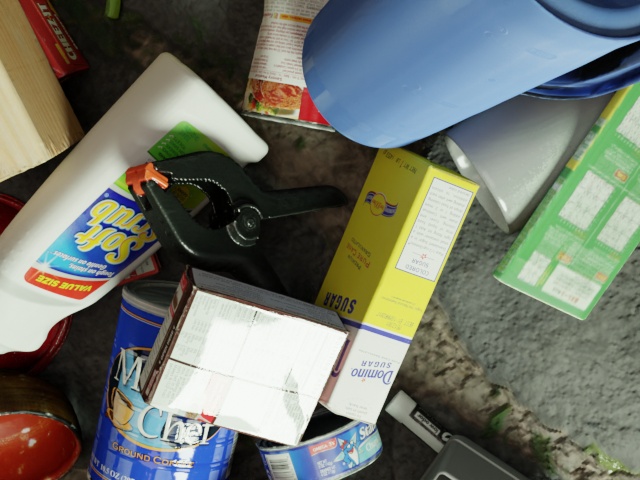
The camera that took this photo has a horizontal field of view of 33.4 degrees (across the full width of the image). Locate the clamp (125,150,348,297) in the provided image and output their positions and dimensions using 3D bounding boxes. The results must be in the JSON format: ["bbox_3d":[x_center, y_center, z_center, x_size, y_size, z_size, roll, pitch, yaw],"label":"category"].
[{"bbox_3d":[-0.055,0.001,0.713,0.039,0.171,0.120,-20,60,50],"label":"clamp"}]

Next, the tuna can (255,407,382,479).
[{"bbox_3d":[0.000,0.145,0.755,0.086,0.086,0.034,-17,93,12],"label":"tuna can"}]

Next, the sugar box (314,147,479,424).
[{"bbox_3d":[0.039,0.026,0.730,0.048,0.093,0.176,22,98,-21],"label":"sugar box"}]

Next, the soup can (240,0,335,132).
[{"bbox_3d":[-0.014,-0.132,0.743,0.068,0.068,0.102,12,96,9],"label":"soup can"}]

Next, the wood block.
[{"bbox_3d":[-0.248,-0.137,0.696,0.090,0.090,0.206,-22,102,10],"label":"wood block"}]

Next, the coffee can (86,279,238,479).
[{"bbox_3d":[-0.103,0.109,0.763,0.103,0.102,0.140,14,98,9],"label":"coffee can"}]

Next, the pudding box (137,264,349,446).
[{"bbox_3d":[-0.050,0.076,0.691,0.113,0.039,0.090,19,103,-22],"label":"pudding box"}]

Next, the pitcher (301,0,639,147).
[{"bbox_3d":[0.091,-0.130,0.608,0.144,0.243,0.149,-24,89,-26],"label":"pitcher"}]

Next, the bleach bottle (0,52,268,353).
[{"bbox_3d":[-0.155,-0.007,0.739,0.251,0.102,0.068,-48,47,0],"label":"bleach bottle"}]

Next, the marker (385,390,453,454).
[{"bbox_3d":[0.098,0.155,0.770,0.121,0.020,0.020,41,101,5],"label":"marker"}]
